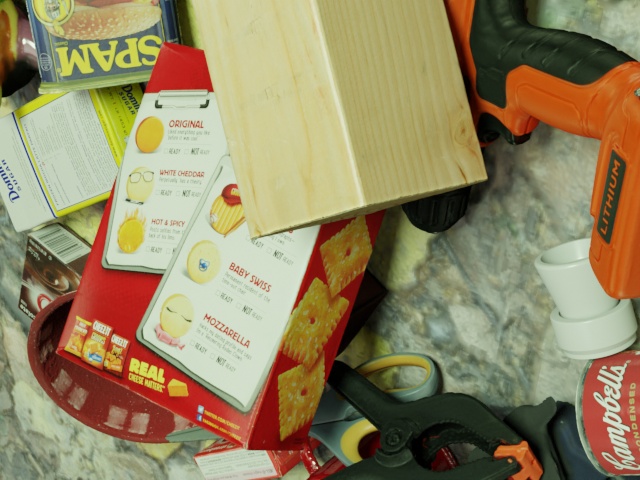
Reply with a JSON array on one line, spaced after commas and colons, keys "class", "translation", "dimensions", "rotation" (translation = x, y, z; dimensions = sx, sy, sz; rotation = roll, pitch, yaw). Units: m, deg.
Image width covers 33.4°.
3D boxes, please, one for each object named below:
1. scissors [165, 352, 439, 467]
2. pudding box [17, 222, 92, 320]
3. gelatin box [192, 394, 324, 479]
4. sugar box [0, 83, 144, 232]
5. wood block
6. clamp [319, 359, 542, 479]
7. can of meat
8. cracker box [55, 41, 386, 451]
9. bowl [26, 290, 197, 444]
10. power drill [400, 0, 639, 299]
[{"class": "scissors", "translation": [-0.013, 0.133, 0.703], "dimensions": [0.202, 0.096, 0.016], "rotation": [-23, 135, 12]}, {"class": "pudding box", "translation": [-0.202, 0.051, 0.901], "dimensions": [0.114, 0.039, 0.090], "rotation": [38, 131, 21]}, {"class": "gelatin box", "translation": [-0.038, 0.146, 0.781], "dimensions": [0.089, 0.073, 0.030], "rotation": [-22, 96, 45]}, {"class": "sugar box", "translation": [-0.195, -0.069, 0.831], "dimensions": [0.177, 0.048, 0.093], "rotation": [-13, 100, 47]}, {"class": "wood block", "translation": [-0.001, -0.115, 0.529], "dimensions": [0.090, 0.090, 0.206], "rotation": [-15, 89, 49]}, {"class": "clamp", "translation": [0.042, 0.133, 0.628], "dimensions": [0.172, 0.120, 0.039], "rotation": [4, 151, 42]}, {"class": "can of meat", "translation": [-0.143, -0.148, 0.711], "dimensions": [0.057, 0.102, 0.084], "rotation": [-112, 15, -72]}, {"class": "cracker box", "translation": [-0.054, 0.001, 0.660], "dimensions": [0.164, 0.072, 0.214], "rotation": [19, 90, 33]}, {"class": "bowl", "translation": [-0.140, 0.083, 0.824], "dimensions": [0.162, 0.055, 0.162], "rotation": [6, 128, 7]}, {"class": "power drill", "translation": [0.105, -0.050, 0.534], "dimensions": [0.188, 0.057, 0.184], "rotation": [42, 141, 43]}]
